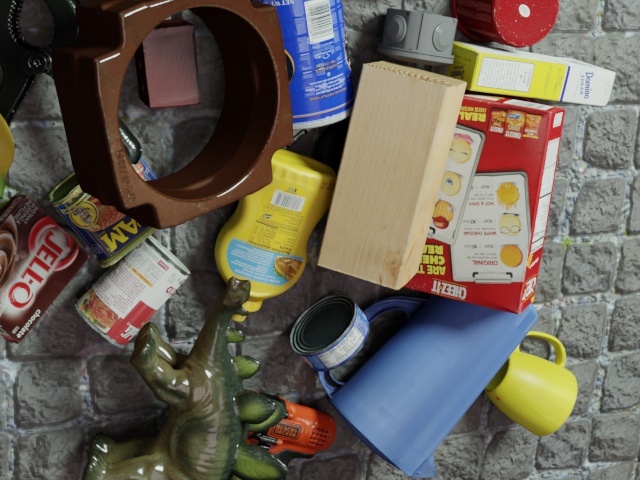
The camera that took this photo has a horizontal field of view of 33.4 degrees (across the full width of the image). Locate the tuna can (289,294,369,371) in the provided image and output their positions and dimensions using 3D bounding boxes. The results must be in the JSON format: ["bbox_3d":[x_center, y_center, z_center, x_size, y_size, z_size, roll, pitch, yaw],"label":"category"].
[{"bbox_3d":[0.011,0.102,1.174,0.086,0.086,0.033,-41,120,-4],"label":"tuna can"}]

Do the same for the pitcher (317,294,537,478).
[{"bbox_3d":[0.124,0.134,1.218,0.243,0.145,0.149,-48,132,-5],"label":"pitcher"}]

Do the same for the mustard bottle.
[{"bbox_3d":[-0.057,0.001,1.114,0.096,0.058,0.192,15,112,-17],"label":"mustard bottle"}]

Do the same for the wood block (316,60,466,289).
[{"bbox_3d":[0.072,-0.068,1.073,0.091,0.090,0.206,17,106,15],"label":"wood block"}]

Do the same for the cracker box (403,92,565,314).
[{"bbox_3d":[0.159,-0.047,1.132,0.072,0.164,0.214,-20,120,-60],"label":"cracker box"}]

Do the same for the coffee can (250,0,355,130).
[{"bbox_3d":[-0.024,-0.190,1.044,0.102,0.103,0.140,-16,114,-17],"label":"coffee can"}]

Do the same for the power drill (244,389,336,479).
[{"bbox_3d":[-0.092,0.258,1.204,0.184,0.057,0.188,18,102,-20],"label":"power drill"}]

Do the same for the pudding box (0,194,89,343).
[{"bbox_3d":[-0.288,0.026,1.011,0.090,0.039,0.113,49,65,-30],"label":"pudding box"}]

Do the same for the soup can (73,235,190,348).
[{"bbox_3d":[-0.190,0.049,1.081,0.102,0.069,0.068,-47,119,-1],"label":"soup can"}]

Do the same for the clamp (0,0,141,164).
[{"bbox_3d":[-0.265,-0.158,0.981,0.164,0.036,0.210,-10,104,4],"label":"clamp"}]

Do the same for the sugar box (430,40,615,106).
[{"bbox_3d":[0.218,-0.180,1.153,0.176,0.093,0.048,6,107,-24],"label":"sugar box"}]

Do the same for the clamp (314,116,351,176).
[{"bbox_3d":[0.037,-0.063,1.152,0.120,0.039,0.171,8,110,-27],"label":"clamp"}]

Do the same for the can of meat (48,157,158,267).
[{"bbox_3d":[-0.203,-0.039,1.051,0.102,0.057,0.084,-39,116,-6],"label":"can of meat"}]

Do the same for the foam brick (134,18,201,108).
[{"bbox_3d":[-0.149,-0.171,1.028,0.051,0.053,0.078,-11,111,-19],"label":"foam brick"}]

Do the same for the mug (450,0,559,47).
[{"bbox_3d":[0.200,-0.260,1.122,0.093,0.082,0.117,9,105,-25],"label":"mug"}]
